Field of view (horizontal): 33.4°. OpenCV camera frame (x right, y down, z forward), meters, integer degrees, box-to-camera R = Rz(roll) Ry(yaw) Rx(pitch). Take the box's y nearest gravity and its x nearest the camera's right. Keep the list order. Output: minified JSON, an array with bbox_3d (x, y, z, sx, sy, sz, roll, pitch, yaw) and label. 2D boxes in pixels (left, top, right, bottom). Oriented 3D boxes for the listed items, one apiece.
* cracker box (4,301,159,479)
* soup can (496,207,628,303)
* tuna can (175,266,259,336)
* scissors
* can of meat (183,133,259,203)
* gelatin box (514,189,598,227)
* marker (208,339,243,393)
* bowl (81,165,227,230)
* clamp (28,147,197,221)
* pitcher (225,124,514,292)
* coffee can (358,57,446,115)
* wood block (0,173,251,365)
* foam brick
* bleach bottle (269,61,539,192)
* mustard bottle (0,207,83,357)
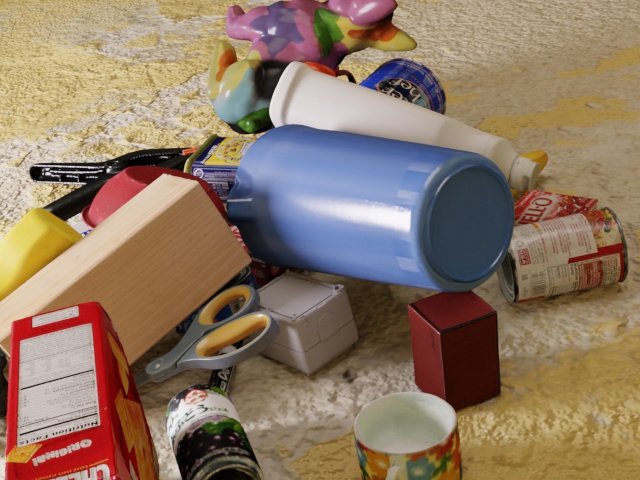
[{"bbox_3d":[-0.141,0.161,0.677,0.072,0.164,0.214,-16,28,-7],"label":"cracker box"},{"bbox_3d":[0.210,0.014,0.940,0.102,0.068,0.068,-12,28,-2],"label":"soup can"},{"bbox_3d":[-0.097,0.054,0.977,0.086,0.034,0.086,-17,16,5],"label":"tuna can"},{"bbox_3d":[-0.126,0.092,0.892,0.202,0.016,0.096,-20,35,16],"label":"scissors"},{"bbox_3d":[-0.096,-0.081,1.225,0.084,0.057,0.102,3,30,19],"label":"can of meat"},{"bbox_3d":[0.218,-0.015,1.030,0.073,0.030,0.089,11,34,34],"label":"gelatin box"},{"bbox_3d":[-0.083,0.112,0.901,0.020,0.020,0.121,-4,29,10],"label":"marker"},{"bbox_3d":[-0.163,-0.038,1.105,0.162,0.055,0.162,12,16,-4],"label":"bowl"},{"bbox_3d":[-0.252,-0.079,1.289,0.209,0.036,0.165,-18,29,-19],"label":"clamp"},{"bbox_3d":[0.050,-0.029,0.899,0.243,0.145,0.149,12,62,53],"label":"pitcher"},{"bbox_3d":[0.071,-0.137,1.225,0.103,0.103,0.140,7,32,28],"label":"coffee can"},{"bbox_3d":[-0.174,0.043,0.911,0.206,0.090,0.090,-41,24,-17],"label":"wood block"},{"bbox_3d":[0.105,0.085,0.831,0.051,0.078,0.053,-17,30,-19],"label":"foam brick"},{"bbox_3d":[0.082,-0.097,1.011,0.251,0.102,0.068,18,77,22],"label":"bleach bottle"},{"bbox_3d":[-0.291,0.061,0.961,0.058,0.096,0.191,42,88,23],"label":"mustard bottle"}]
